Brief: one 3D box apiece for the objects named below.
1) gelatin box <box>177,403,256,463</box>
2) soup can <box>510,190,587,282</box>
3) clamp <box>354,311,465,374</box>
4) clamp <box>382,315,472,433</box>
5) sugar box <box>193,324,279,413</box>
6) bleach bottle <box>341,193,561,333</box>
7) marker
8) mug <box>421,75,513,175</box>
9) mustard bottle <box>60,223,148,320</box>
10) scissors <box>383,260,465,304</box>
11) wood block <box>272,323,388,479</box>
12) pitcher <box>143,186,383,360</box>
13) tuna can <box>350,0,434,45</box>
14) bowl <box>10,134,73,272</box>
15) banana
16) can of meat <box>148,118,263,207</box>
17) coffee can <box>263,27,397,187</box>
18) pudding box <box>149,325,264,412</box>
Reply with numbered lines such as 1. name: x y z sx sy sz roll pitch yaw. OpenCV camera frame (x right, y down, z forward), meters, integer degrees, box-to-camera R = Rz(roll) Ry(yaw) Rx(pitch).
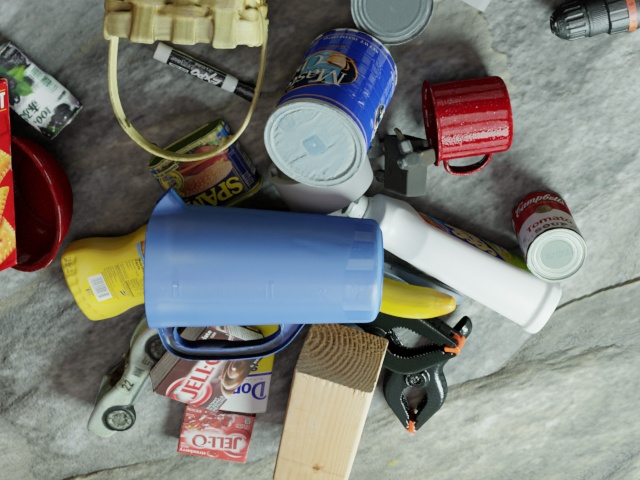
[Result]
1. gelatin box: -0.130 0.237 1.339 0.089 0.030 0.073 11 115 -5
2. soup can: 0.252 -0.005 1.182 0.068 0.102 0.068 0 116 0
3. clamp: 0.061 0.100 1.241 0.210 0.036 0.164 0 116 24
4. clamp: 0.107 0.153 1.295 0.120 0.039 0.171 16 114 8
5. sugar box: -0.099 0.122 1.276 0.093 0.048 0.176 7 114 -3
6. bleach bottle: 0.140 0.014 1.191 0.250 0.102 0.068 26 105 -12
7. marker: -0.120 -0.179 1.145 0.121 0.020 0.020 23 113 -11
8. mug: 0.157 -0.120 1.138 0.081 0.093 0.117 -8 125 -1
9. mustard bottle: -0.191 0.027 1.217 0.192 0.058 0.096 -14 116 11
10. scissors: 0.079 0.033 1.212 0.201 0.096 0.016 21 94 -13
11. wood block: 0.009 0.201 1.250 0.091 0.090 0.206 17 132 5
12. pitcher: -0.060 0.038 1.107 0.243 0.145 0.149 2 154 -1
13. tuna can: 0.073 -0.248 1.104 0.086 0.033 0.086 0 116 0
14. bowl: -0.322 -0.050 1.166 0.162 0.055 0.162 15 118 31
15. banana: 0.054 0.042 1.187 0.198 0.037 0.070 32 134 12
16. can of meat: -0.127 -0.075 1.176 0.102 0.057 0.084 -28 110 13
17. coffee can: 0.013 -0.136 1.083 0.103 0.140 0.103 11 133 12
18. pudding box: -0.128 0.139 1.221 0.089 0.039 0.114 24 114 -35
